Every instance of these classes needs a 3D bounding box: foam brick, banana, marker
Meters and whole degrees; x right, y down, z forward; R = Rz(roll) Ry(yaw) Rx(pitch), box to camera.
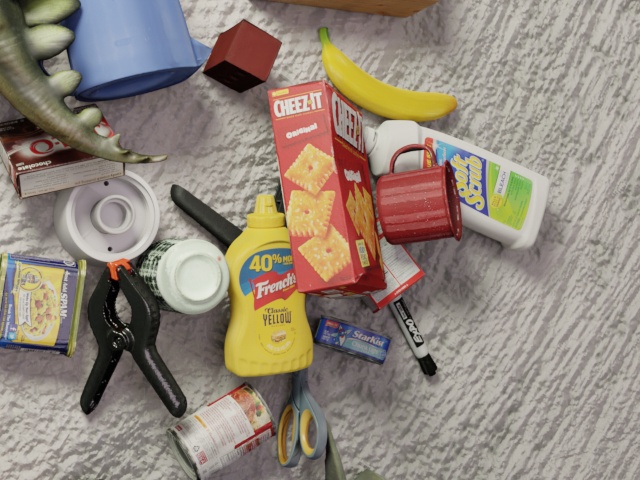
[{"bbox_3d":[-0.086,-0.201,1.173,0.053,0.078,0.051,27,77,-21],"label":"foam brick"},{"bbox_3d":[0.076,-0.181,1.266,0.197,0.037,0.069,26,79,-21],"label":"banana"},{"bbox_3d":[0.109,0.110,1.283,0.020,0.020,0.121,-31,101,-21],"label":"marker"}]

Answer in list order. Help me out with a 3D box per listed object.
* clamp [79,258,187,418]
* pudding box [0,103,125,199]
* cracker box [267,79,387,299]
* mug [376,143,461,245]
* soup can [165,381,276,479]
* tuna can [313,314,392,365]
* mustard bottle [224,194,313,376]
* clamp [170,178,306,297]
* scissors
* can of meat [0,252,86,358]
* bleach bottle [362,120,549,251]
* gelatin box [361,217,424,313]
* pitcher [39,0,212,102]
[{"bbox_3d":[-0.191,0.106,1.097,0.120,0.039,0.171,6,104,11],"label":"clamp"},{"bbox_3d":[-0.265,-0.092,1.086,0.113,0.090,0.039,-17,135,-21],"label":"pudding box"},{"bbox_3d":[0.013,-0.048,1.148,0.072,0.164,0.214,-10,82,14],"label":"cracker box"},{"bbox_3d":[0.109,-0.051,1.209,0.082,0.093,0.117,-8,93,16],"label":"mug"},{"bbox_3d":[-0.108,0.209,1.160,0.102,0.069,0.068,-29,100,-21],"label":"soup can"},{"bbox_3d":[0.036,0.114,1.215,0.086,0.086,0.034,21,82,-22],"label":"tuna can"},{"bbox_3d":[-0.057,0.047,1.153,0.096,0.058,0.191,-4,98,-25],"label":"mustard bottle"},{"bbox_3d":[-0.058,0.001,1.202,0.164,0.036,0.210,-28,102,-21],"label":"clamp"},{"bbox_3d":[-0.014,0.157,1.193,0.016,0.096,0.202,11,88,-33],"label":"scissors"},{"bbox_3d":[-0.290,0.065,1.090,0.083,0.058,0.102,8,85,-21],"label":"can of meat"},{"bbox_3d":[0.151,-0.073,1.284,0.250,0.068,0.102,20,83,-19],"label":"bleach bottle"},{"bbox_3d":[0.066,0.028,1.251,0.073,0.030,0.089,-36,86,-20],"label":"gelatin box"},{"bbox_3d":[-0.225,-0.267,1.091,0.149,0.145,0.243,-17,92,-59],"label":"pitcher"}]
